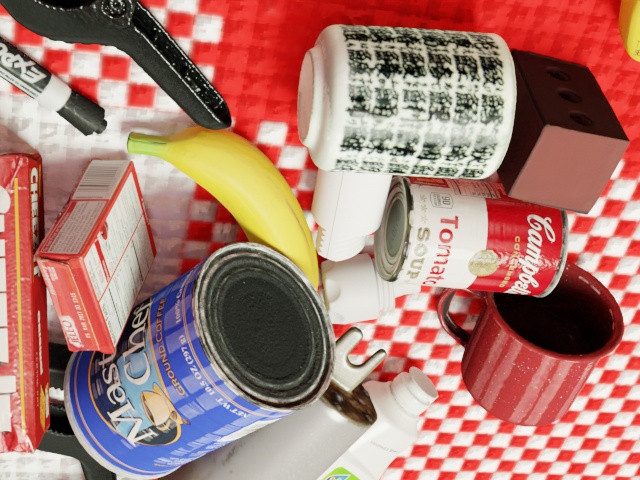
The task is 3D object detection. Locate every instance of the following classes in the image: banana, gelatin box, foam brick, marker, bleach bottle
[{"bbox_3d":[-0.039,-0.004,0.653,0.070,0.037,0.197,-9,132,26],"label":"banana"},{"bbox_3d":[-0.126,0.008,0.610,0.030,0.089,0.073,3,132,13],"label":"gelatin box"},{"bbox_3d":[0.129,-0.062,0.602,0.053,0.078,0.051,10,129,-18],"label":"foam brick"},{"bbox_3d":[-0.163,-0.093,0.565,0.020,0.020,0.121,-40,125,22],"label":"marker"},{"bbox_3d":[-0.009,0.183,0.795,0.251,0.068,0.102,-43,143,19],"label":"bleach bottle"}]

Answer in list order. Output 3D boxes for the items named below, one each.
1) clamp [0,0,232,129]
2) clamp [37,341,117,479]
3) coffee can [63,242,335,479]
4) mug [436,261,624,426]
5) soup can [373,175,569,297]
[{"bbox_3d":[-0.091,-0.131,0.531,0.171,0.039,0.120,24,121,-26],"label":"clamp"},{"bbox_3d":[-0.155,0.134,0.747,0.165,0.036,0.209,-39,129,21],"label":"clamp"},{"bbox_3d":[-0.075,0.075,0.643,0.102,0.102,0.141,30,137,-30],"label":"coffee can"},{"bbox_3d":[0.131,0.065,0.712,0.117,0.093,0.082,25,133,10],"label":"mug"},{"bbox_3d":[0.090,-0.003,0.652,0.102,0.068,0.069,6,129,-13],"label":"soup can"}]
